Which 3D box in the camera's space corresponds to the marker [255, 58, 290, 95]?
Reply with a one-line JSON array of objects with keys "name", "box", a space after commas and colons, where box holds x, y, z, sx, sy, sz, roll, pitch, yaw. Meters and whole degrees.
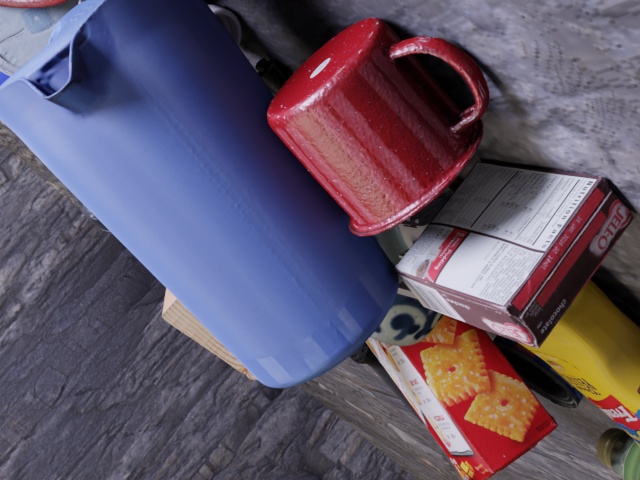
[{"name": "marker", "box": [-0.001, -0.083, 0.747, 0.121, 0.020, 0.020, 43, 168, -24]}]

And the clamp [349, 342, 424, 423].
[{"name": "clamp", "box": [0.038, 0.086, 1.068, 0.209, 0.036, 0.165, 41, -165, -44]}]

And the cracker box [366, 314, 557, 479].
[{"name": "cracker box", "box": [0.096, 0.094, 0.887, 0.214, 0.072, 0.164, 55, 172, 15]}]

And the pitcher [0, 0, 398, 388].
[{"name": "pitcher", "box": [-0.064, -0.038, 0.626, 0.242, 0.149, 0.145, 51, 150, -16]}]

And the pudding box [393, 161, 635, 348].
[{"name": "pudding box", "box": [0.103, 0.003, 0.589, 0.039, 0.090, 0.114, 45, 167, -28]}]

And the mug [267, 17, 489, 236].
[{"name": "mug", "box": [0.034, -0.067, 0.561, 0.117, 0.093, 0.081, -25, 116, 43]}]

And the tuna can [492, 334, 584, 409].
[{"name": "tuna can", "box": [0.181, 0.098, 0.870, 0.086, 0.033, 0.086, 36, 169, 8]}]

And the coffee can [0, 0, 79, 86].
[{"name": "coffee can", "box": [-0.248, -0.178, 0.917, 0.102, 0.102, 0.140, 41, 169, -15]}]
